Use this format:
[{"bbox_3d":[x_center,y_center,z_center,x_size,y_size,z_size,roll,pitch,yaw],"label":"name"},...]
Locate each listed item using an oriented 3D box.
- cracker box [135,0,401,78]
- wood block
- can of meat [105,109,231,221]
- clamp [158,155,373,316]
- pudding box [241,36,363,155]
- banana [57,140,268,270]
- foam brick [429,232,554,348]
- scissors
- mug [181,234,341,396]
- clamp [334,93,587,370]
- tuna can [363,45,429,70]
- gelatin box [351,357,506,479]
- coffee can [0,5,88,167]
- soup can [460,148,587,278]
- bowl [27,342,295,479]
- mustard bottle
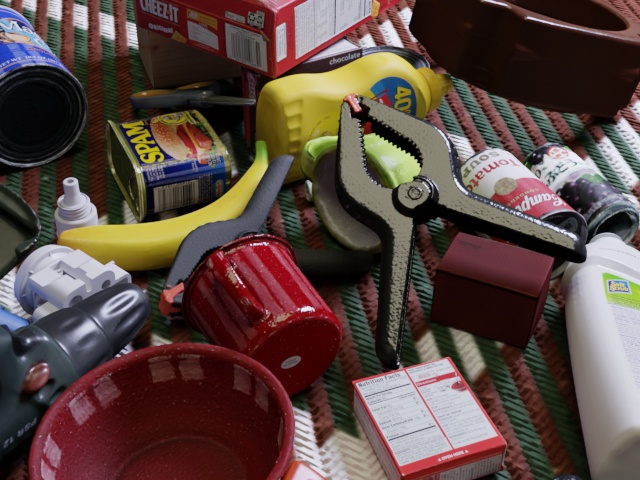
[{"bbox_3d":[-0.042,-0.242,0.994,0.164,0.072,0.213,24,43,28],"label":"cracker box"},{"bbox_3d":[-0.084,-0.230,1.113,0.206,0.090,0.091,-12,39,-14],"label":"wood block"},{"bbox_3d":[-0.133,-0.069,0.930,0.083,0.057,0.102,-13,40,-21],"label":"can of meat"},{"bbox_3d":[-0.055,0.001,0.830,0.171,0.039,0.120,-20,62,-26],"label":"clamp"},{"bbox_3d":[-0.016,-0.131,0.983,0.113,0.090,0.039,-21,42,-26],"label":"pudding box"},{"bbox_3d":[-0.111,-0.014,0.865,0.197,0.037,0.070,-27,64,-24],"label":"banana"},{"bbox_3d":[0.128,0.036,0.796,0.078,0.051,0.052,16,39,20],"label":"foam brick"},{"bbox_3d":[-0.099,-0.136,0.998,0.202,0.016,0.096,6,21,43],"label":"scissors"},{"bbox_3d":[-0.042,0.050,0.732,0.093,0.117,0.082,-36,50,-5],"label":"mug"},{"bbox_3d":[0.081,-0.027,0.777,0.164,0.036,0.210,-23,65,-2],"label":"clamp"},{"bbox_3d":[0.065,-0.160,1.067,0.086,0.034,0.086,0,37,0],"label":"tuna can"},{"bbox_3d":[0.069,0.122,0.702,0.073,0.030,0.089,-14,39,-15],"label":"gelatin box"},{"bbox_3d":[-0.290,-0.146,0.992,0.102,0.103,0.140,-20,42,-24],"label":"coffee can"},{"bbox_3d":[0.157,-0.022,0.859,0.068,0.068,0.102,-15,39,-19],"label":"soup can"},{"bbox_3d":[-0.093,0.137,0.654,0.162,0.055,0.162,-4,39,3],"label":"bowl"},{"bbox_3d":[0.037,-0.119,0.961,0.191,0.096,0.058,-20,45,-24],"label":"mustard bottle"}]
